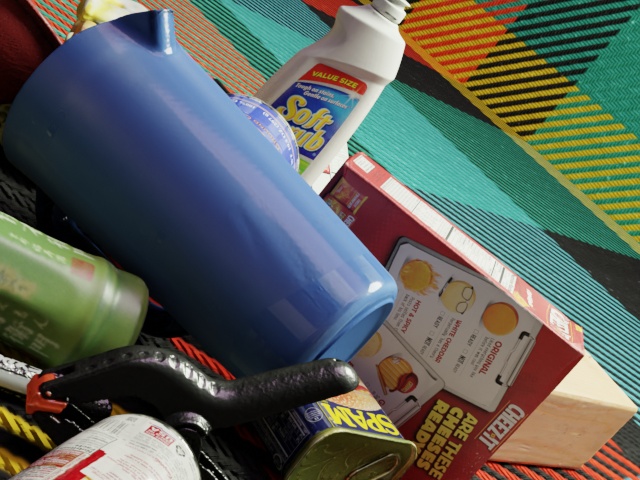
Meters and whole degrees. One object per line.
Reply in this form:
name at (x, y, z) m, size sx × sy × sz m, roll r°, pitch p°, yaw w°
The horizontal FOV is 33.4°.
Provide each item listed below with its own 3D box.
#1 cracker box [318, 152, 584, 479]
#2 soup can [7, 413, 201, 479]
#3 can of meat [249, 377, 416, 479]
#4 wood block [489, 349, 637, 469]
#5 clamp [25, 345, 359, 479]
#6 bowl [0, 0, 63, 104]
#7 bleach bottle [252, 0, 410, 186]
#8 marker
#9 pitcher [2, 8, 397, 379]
cracker box at (0.058, 0.064, 0.784) m, size 0.214 × 0.164 × 0.072 m, roll 39°, pitch 20°, yaw 2°
soup can at (-0.102, 0.123, 0.476) m, size 0.068 × 0.069 × 0.102 m, roll 41°, pitch 17°, yaw 7°
can of meat at (0.001, 0.122, 0.707) m, size 0.101 × 0.057 × 0.084 m, roll 20°, pitch 23°, yaw -45°
wood block at (0.189, 0.142, 0.971) m, size 0.205 × 0.090 × 0.091 m, roll 18°, pitch 26°, yaw -49°
clamp at (-0.064, 0.093, 0.559) m, size 0.171 × 0.120 × 0.039 m, roll 28°, pitch -1°, yaw -22°
bowl at (-0.241, -0.142, 0.707) m, size 0.162 × 0.055 × 0.162 m, roll 36°, pitch -17°, yaw 13°
bleach bottle at (-0.014, -0.124, 0.966) m, size 0.102 × 0.251 × 0.068 m, roll 36°, pitch 18°, yaw -7°
marker at (-0.163, 0.072, 0.564) m, size 0.121 × 0.020 × 0.020 m, roll 27°, pitch 20°, yaw -32°
pitcher at (-0.076, -0.009, 0.663) m, size 0.243 × 0.145 × 0.149 m, roll 45°, pitch -15°, yaw 14°
